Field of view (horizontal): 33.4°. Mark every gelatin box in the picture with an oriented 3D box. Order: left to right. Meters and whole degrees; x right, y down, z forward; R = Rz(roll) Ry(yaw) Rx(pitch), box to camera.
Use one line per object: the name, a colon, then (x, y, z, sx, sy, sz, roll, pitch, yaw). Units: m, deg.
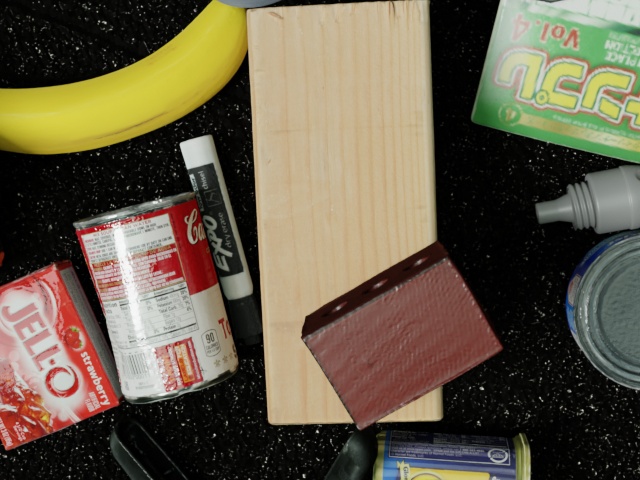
gelatin box: (-0.162, 0.065, 0.613, 0.073, 0.030, 0.089, -23, 95, 6)

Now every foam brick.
foam brick: (0.038, 0.042, 0.496, 0.078, 0.053, 0.051, -30, 94, 5)

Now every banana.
banana: (-0.116, -0.086, 0.593, 0.198, 0.037, 0.070, -24, 66, 3)

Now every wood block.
wood block: (0.014, -0.016, 0.563, 0.091, 0.090, 0.206, -2, 96, 3)

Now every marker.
marker: (-0.054, 0.001, 0.604, 0.020, 0.020, 0.121, -15, 95, 5)

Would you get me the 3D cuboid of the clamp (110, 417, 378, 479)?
clamp: (-0.024, 0.191, 0.597, 0.165, 0.036, 0.210, -11, 99, 28)

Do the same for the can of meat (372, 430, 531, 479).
can of meat: (0.071, 0.158, 0.595, 0.084, 0.057, 0.102, 2, 96, 6)

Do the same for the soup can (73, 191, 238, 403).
soup can: (-0.089, 0.030, 0.585, 0.068, 0.068, 0.102, -14, 96, 5)
